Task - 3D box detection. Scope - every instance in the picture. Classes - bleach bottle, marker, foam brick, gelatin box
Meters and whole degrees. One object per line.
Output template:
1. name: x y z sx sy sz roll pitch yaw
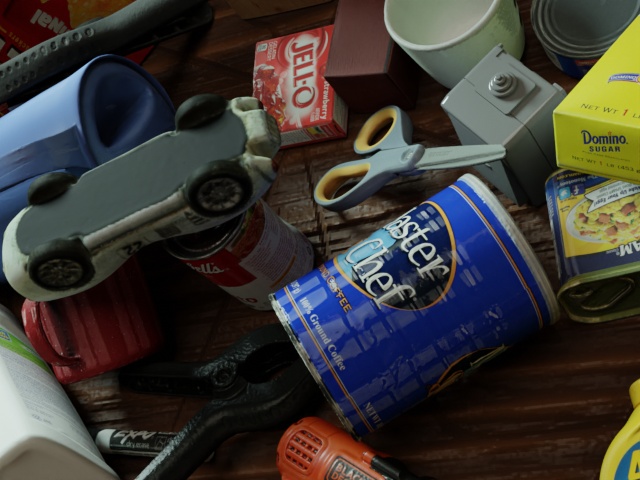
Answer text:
1. bleach bottle: -0.221 0.112 0.769 0.068 0.102 0.251 -46 35 -1
2. marker: -0.129 0.143 0.754 0.121 0.020 0.020 -3 65 29
3. foam brick: 0.042 -0.139 0.776 0.051 0.053 0.078 -1 65 29
4. gelatin box: -0.015 -0.116 0.811 0.073 0.030 0.089 -8 63 26

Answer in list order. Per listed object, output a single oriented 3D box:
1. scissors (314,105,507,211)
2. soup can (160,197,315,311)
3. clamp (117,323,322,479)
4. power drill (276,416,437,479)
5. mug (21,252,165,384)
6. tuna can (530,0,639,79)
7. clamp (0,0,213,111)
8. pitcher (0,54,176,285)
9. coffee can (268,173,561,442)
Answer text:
1. scissors: 0.064 -0.066 0.698 0.202 0.016 0.096 -18 39 53
2. soup can: -0.055 0.001 0.731 0.069 0.102 0.068 -13 61 24
3. clamp: -0.061 0.109 0.707 0.172 0.039 0.120 -21 47 15
4. power drill: 0.013 0.216 0.617 0.185 0.057 0.187 25 78 40
5. mug: -0.165 0.053 0.751 0.093 0.117 0.081 -19 91 22
6. tuna can: 0.186 -0.150 0.711 0.086 0.033 0.086 -13 61 24
7. clamp: -0.166 -0.153 0.830 0.210 0.164 0.036 -26 95 -1
8. pitcher: -0.230 -0.036 0.819 0.243 0.149 0.145 -21 45 26
9. coffee can: 0.055 0.040 0.634 0.140 0.102 0.103 -31 54 -1
